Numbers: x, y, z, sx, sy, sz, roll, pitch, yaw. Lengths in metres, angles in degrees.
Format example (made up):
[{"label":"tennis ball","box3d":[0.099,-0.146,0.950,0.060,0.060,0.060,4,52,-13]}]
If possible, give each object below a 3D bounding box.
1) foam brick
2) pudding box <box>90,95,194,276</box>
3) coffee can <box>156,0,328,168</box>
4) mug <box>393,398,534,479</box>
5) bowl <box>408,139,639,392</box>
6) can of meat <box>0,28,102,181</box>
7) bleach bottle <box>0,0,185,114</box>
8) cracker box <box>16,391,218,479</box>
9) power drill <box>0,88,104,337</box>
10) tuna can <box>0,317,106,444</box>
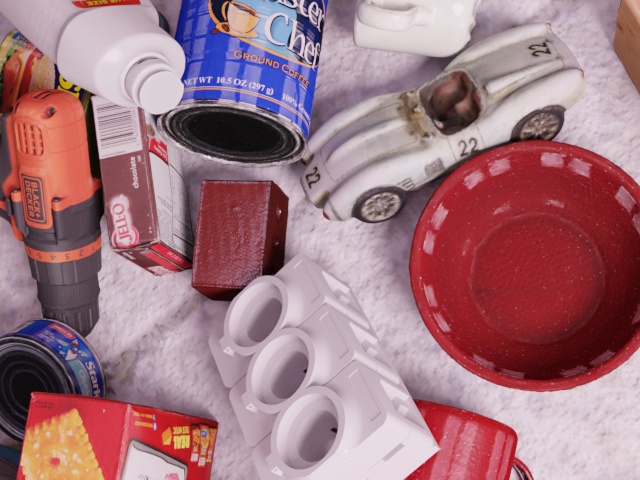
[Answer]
[{"label":"foam brick","box3d":[-0.055,0.001,0.740,0.051,0.053,0.078,2,79,12]},{"label":"pudding box","box3d":[-0.121,-0.038,0.743,0.039,0.090,0.113,-10,76,7]},{"label":"coffee can","box3d":[-0.050,-0.134,0.733,0.103,0.102,0.140,4,71,12]},{"label":"mug","box3d":[0.086,0.152,0.668,0.117,0.093,0.081,20,76,-16]},{"label":"bowl","box3d":[0.141,0.019,0.695,0.162,0.055,0.162,-2,78,11]},{"label":"can of meat","box3d":[-0.192,-0.096,0.778,0.084,0.057,0.102,21,102,17]},{"label":"bleach bottle","box3d":[-0.154,-0.153,0.719,0.251,0.102,0.068,44,126,41]},{"label":"cracker box","box3d":[-0.133,0.207,0.654,0.072,0.164,0.213,5,79,14]},{"label":"power drill","box3d":[-0.237,-0.027,0.757,0.188,0.057,0.184,12,117,22]},{"label":"tuna can","box3d":[-0.193,0.099,0.737,0.086,0.033,0.086,7,109,21]}]
